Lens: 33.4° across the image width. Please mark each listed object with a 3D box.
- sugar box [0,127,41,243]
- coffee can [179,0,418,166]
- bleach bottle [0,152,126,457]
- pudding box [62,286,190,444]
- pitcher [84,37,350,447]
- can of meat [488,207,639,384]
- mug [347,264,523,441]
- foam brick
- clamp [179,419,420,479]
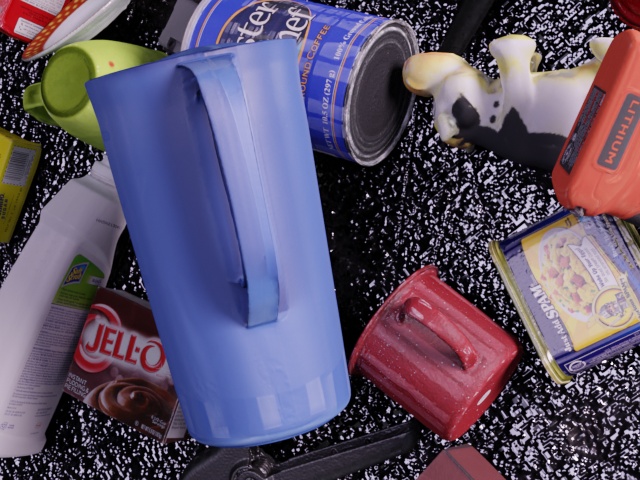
[{"bbox_3d":[-0.334,-0.074,0.953,0.176,0.048,0.093,24,96,26],"label":"sugar box"},{"bbox_3d":[-0.015,-0.119,0.760,0.140,0.102,0.103,18,93,27],"label":"coffee can"},{"bbox_3d":[-0.215,0.049,0.860,0.068,0.102,0.251,28,91,20],"label":"bleach bottle"},{"bbox_3d":[-0.140,0.096,0.838,0.114,0.039,0.090,20,93,27],"label":"pudding box"},{"bbox_3d":[-0.054,0.001,0.662,0.145,0.149,0.243,-9,97,31],"label":"pitcher"},{"bbox_3d":[0.168,0.027,0.677,0.084,0.057,0.102,-29,73,19],"label":"can of meat"},{"bbox_3d":[0.077,0.071,0.690,0.081,0.117,0.093,38,73,20],"label":"mug"},{"bbox_3d":[0.084,0.181,0.706,0.051,0.052,0.078,45,105,24],"label":"foam brick"},{"bbox_3d":[-0.035,0.170,0.769,0.164,0.036,0.210,26,105,10],"label":"clamp"}]
